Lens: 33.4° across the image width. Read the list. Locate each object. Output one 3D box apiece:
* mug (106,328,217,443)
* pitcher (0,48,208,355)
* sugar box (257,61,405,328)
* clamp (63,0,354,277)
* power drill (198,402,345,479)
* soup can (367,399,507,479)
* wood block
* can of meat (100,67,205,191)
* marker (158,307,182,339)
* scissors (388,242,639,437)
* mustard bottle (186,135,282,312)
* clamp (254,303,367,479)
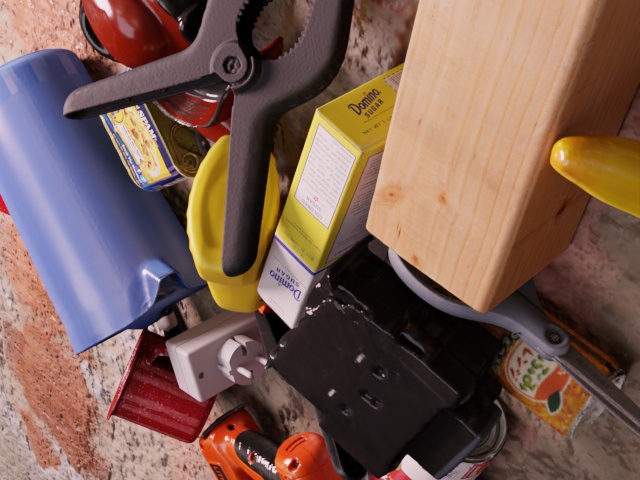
[{"bbox_3d":[-0.134,0.126,0.958,0.081,0.093,0.117,23,140,-9],"label":"mug"},{"bbox_3d":[-0.207,-0.032,0.916,0.149,0.145,0.243,-29,89,15],"label":"pitcher"},{"bbox_3d":[0.019,-0.026,0.678,0.048,0.093,0.176,46,142,17],"label":"sugar box"},{"bbox_3d":[-0.057,-0.106,0.655,0.165,0.036,0.210,36,102,14],"label":"clamp"},{"bbox_3d":[-0.019,0.225,0.914,0.188,0.057,0.184,11,129,55],"label":"power drill"},{"bbox_3d":[0.081,0.147,0.754,0.068,0.068,0.102,46,142,16],"label":"soup can"},{"bbox_3d":[0.101,-0.074,0.549,0.090,0.090,0.206,38,139,25],"label":"wood block"},{"bbox_3d":[-0.124,-0.092,0.829,0.084,0.057,0.102,-13,105,55],"label":"can of meat"},{"bbox_3d":[-0.153,0.052,1.000,0.020,0.020,0.121,-1,115,50],"label":"marker"},{"bbox_3d":[0.134,0.042,0.621,0.202,0.096,0.016,31,142,6],"label":"scissors"},{"bbox_3d":[-0.055,0.001,0.773,0.058,0.096,0.191,7,164,3],"label":"mustard bottle"},{"bbox_3d":[0.000,0.097,0.804,0.172,0.039,0.120,31,106,49],"label":"clamp"}]
